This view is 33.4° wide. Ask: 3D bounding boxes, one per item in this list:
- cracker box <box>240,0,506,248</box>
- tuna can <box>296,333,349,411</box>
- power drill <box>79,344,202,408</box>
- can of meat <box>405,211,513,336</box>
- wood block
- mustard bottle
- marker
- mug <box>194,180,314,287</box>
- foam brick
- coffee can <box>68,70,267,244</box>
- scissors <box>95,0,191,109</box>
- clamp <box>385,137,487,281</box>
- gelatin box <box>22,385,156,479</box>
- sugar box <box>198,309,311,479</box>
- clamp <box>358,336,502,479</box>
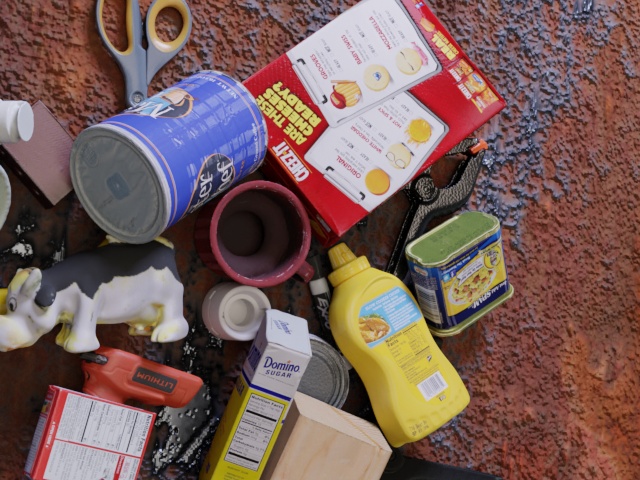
[{"bbox_3d":[0.039,-0.121,0.995,0.213,0.072,0.164,-38,87,-17],"label":"cracker box"},{"bbox_3d":[-0.018,0.130,0.997,0.086,0.034,0.086,-1,96,-10],"label":"tuna can"},{"bbox_3d":[-0.168,0.196,0.923,0.184,0.057,0.187,27,74,-35],"label":"power drill"},{"bbox_3d":[0.134,0.030,1.035,0.102,0.058,0.084,-30,124,-25],"label":"can of meat"},{"bbox_3d":[-0.025,0.251,0.944,0.090,0.091,0.206,24,93,-8],"label":"wood block"},{"bbox_3d":[0.060,0.089,1.000,0.096,0.058,0.191,-26,85,-40],"label":"mustard bottle"},{"bbox_3d":[0.005,0.067,1.023,0.020,0.020,0.121,-19,97,-21],"label":"marker"},{"bbox_3d":[-0.056,0.001,0.966,0.117,0.082,0.093,34,78,-18],"label":"mug"},{"bbox_3d":[-0.237,-0.073,0.910,0.051,0.053,0.078,-43,104,-16],"label":"foam brick"},{"bbox_3d":[-0.125,-0.073,0.899,0.140,0.103,0.103,-39,105,-46],"label":"coffee can"},{"bbox_3d":[-0.150,-0.138,0.965,0.096,0.016,0.202,-15,95,-21],"label":"scissors"},{"bbox_3d":[0.087,-0.053,1.047,0.171,0.039,0.120,-47,109,-15],"label":"clamp"},{"bbox_3d":[-0.185,0.163,0.859,0.089,0.030,0.073,21,79,-31],"label":"gelatin box"},{"bbox_3d":[-0.060,0.154,0.927,0.048,0.093,0.176,18,102,-8],"label":"sugar box"},{"bbox_3d":[0.071,0.213,1.036,0.209,0.036,0.164,-31,93,-17],"label":"clamp"}]
